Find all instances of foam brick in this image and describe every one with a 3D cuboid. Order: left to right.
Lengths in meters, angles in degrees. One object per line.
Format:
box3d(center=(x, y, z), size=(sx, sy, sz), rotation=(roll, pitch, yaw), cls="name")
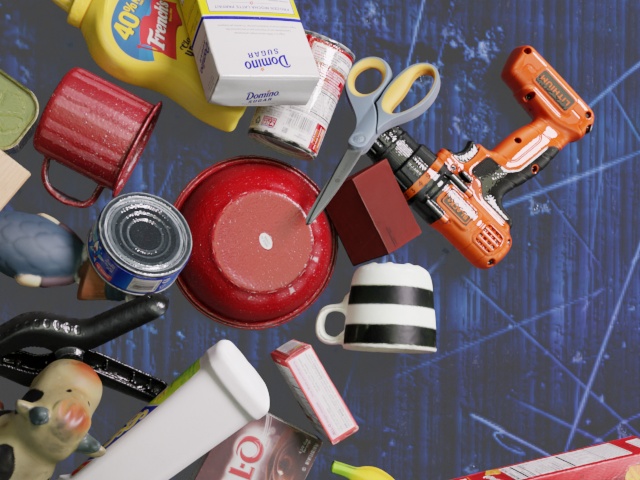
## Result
box3d(center=(0.045, -0.025, 0.975), size=(0.052, 0.051, 0.078), rotation=(-30, 97, -41), cls="foam brick")

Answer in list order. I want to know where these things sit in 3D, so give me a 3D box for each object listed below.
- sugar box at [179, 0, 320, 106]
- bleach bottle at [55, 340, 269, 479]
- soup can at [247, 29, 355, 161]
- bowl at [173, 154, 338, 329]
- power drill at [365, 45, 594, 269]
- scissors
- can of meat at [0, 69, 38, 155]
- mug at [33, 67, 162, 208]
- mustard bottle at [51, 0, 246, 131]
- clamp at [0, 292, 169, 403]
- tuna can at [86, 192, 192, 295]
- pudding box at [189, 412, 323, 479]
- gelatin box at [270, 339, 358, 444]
box3d(center=(-0.069, -0.195, 0.921), size=(0.093, 0.048, 0.176), rotation=(-3, 61, -24), cls="sugar box")
box3d(center=(-0.159, 0.187, 0.898), size=(0.251, 0.102, 0.068), rotation=(-39, 95, 1), cls="bleach bottle")
box3d(center=(-0.018, -0.131, 0.966), size=(0.068, 0.068, 0.102), rotation=(22, 85, -11), cls="soup can")
box3d(center=(-0.056, 0.001, 0.961), size=(0.162, 0.055, 0.162), rotation=(0, 89, -13), cls="bowl")
box3d(center=(0.150, -0.094, 1.009), size=(0.184, 0.057, 0.187), rotation=(45, 82, -5), cls="power drill")
box3d(center=(0.026, -0.101, 0.964), size=(0.096, 0.016, 0.201), rotation=(35, 68, 31), cls="scissors")
box3d(center=(-0.287, -0.117, 0.897), size=(0.102, 0.084, 0.057), rotation=(36, 82, -9), cls="can of meat")
box3d(center=(-0.198, -0.085, 0.917), size=(0.081, 0.093, 0.117), rotation=(27, 94, -6), cls="mug")
box3d(center=(-0.145, -0.176, 0.939), size=(0.191, 0.058, 0.096), rotation=(25, 60, -10), cls="mustard bottle")
box3d(center=(-0.207, 0.102, 0.923), size=(0.171, 0.039, 0.120), rotation=(-5, 121, 2), cls="clamp")
box3d(center=(-0.154, 0.002, 0.913), size=(0.086, 0.034, 0.086), rotation=(15, 54, -22), cls="tuna can")
box3d(center=(-0.064, 0.209, 0.962), size=(0.090, 0.039, 0.113), rotation=(28, 83, -9), cls="pudding box")
box3d(center=(-0.006, 0.134, 0.959), size=(0.030, 0.073, 0.089), rotation=(-31, 95, -11), cls="gelatin box")
